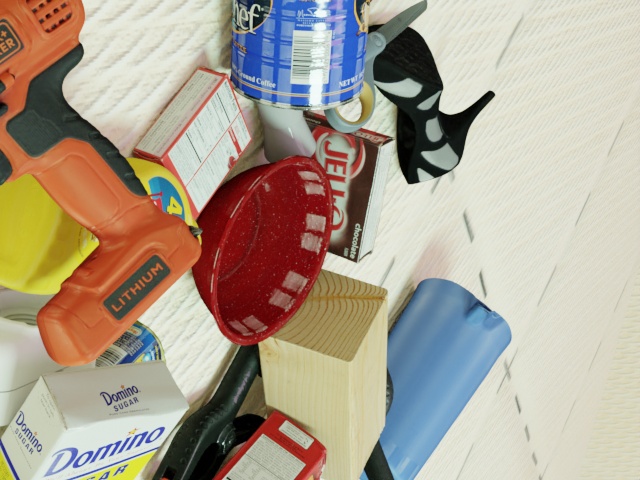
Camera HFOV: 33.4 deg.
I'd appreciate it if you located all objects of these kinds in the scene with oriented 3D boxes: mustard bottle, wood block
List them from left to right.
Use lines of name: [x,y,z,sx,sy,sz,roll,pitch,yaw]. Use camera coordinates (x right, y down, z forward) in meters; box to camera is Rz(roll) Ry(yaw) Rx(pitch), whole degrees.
mustard bottle: [-0.135,-0.009,0.706,0.191,0.058,0.096,14,90,-65]
wood block: [0.006,0.130,0.994,0.206,0.091,0.090,87,27,-47]

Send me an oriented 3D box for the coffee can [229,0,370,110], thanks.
coffee can: [-0.013,-0.179,0.773,0.102,0.103,0.140,-37,140,-49]

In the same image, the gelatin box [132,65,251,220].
gelatin box: [-0.092,-0.071,0.781,0.089,0.030,0.073,-58,151,-25]

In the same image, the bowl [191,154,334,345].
bowl: [-0.056,0.001,0.868,0.161,0.055,0.162,-37,138,-43]

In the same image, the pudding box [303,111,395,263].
pudding box: [0.010,-0.048,0.931,0.039,0.090,0.113,-31,136,-54]

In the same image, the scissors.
scissors: [0.050,-0.153,0.930,0.201,0.096,0.016,-23,174,-40]

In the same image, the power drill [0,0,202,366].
power drill: [-0.161,-0.026,0.560,0.184,0.057,0.187,-44,117,-27]

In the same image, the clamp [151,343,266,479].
clamp: [-0.092,0.175,0.954,0.171,0.039,0.120,-50,145,-37]

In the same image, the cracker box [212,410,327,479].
cracker box: [-0.088,0.280,0.954,0.213,0.072,0.164,-45,161,-44]

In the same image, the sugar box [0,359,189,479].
sugar box: [-0.165,0.150,0.673,0.093,0.048,0.176,-2,140,-48]

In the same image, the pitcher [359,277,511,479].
pitcher: [0.112,0.177,1.274,0.242,0.145,0.149,-53,138,-25]
